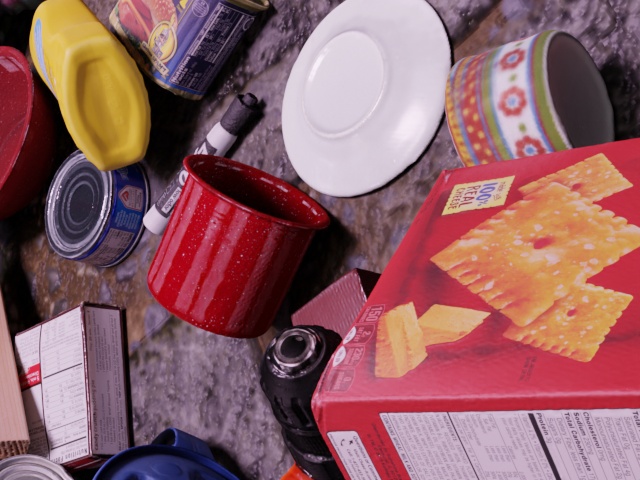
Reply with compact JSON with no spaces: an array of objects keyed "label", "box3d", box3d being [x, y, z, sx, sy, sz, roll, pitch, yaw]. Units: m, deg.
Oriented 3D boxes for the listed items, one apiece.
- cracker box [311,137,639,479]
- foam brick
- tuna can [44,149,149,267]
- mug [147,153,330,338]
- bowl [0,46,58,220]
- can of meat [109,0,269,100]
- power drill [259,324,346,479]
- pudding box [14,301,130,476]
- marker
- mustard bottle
[{"label":"cracker box","box3d":[0.123,0.024,0.402,0.214,0.072,0.164,-8,31,35]},{"label":"foam brick","box3d":[0.033,0.053,0.550,0.051,0.078,0.053,-38,56,32]},{"label":"tuna can","box3d":[-0.166,-0.025,0.786,0.086,0.033,0.086,-13,71,41]},{"label":"mug","box3d":[-0.054,0.001,0.647,0.117,0.093,0.081,-111,43,-68]},{"label":"bowl","box3d":[-0.263,-0.074,0.868,0.162,0.055,0.162,-18,61,36]},{"label":"can of meat","box3d":[-0.094,-0.160,0.738,0.084,0.057,0.102,-53,50,23]},{"label":"power drill","box3d":[-0.028,0.143,0.473,0.187,0.184,0.057,-45,49,-15]},{"label":"pudding box","box3d":[-0.178,0.109,0.763,0.090,0.039,0.113,-23,67,37]},{"label":"marker","box3d":[-0.080,-0.052,0.723,0.121,0.020,0.020,-49,51,23]},{"label":"mustard bottle","box3d":[-0.175,-0.127,0.781,0.192,0.058,0.096,-132,25,-56]}]
